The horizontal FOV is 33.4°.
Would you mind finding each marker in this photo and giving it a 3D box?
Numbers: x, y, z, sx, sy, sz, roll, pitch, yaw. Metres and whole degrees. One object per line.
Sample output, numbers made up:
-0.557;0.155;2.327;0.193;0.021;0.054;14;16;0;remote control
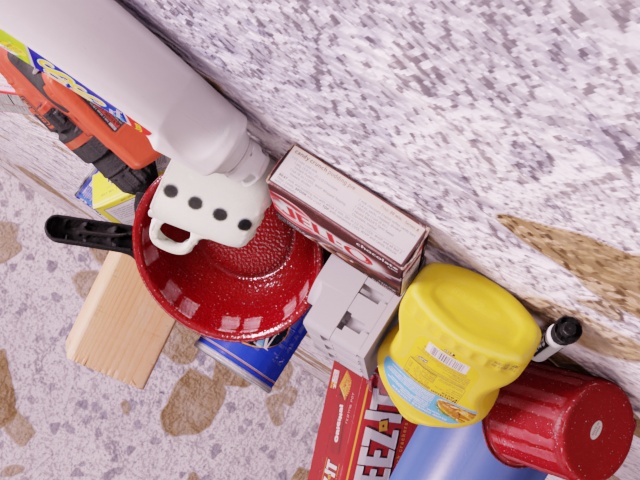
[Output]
0.163;0.070;0.749;0.020;0.020;0.121;32;170;8;marker

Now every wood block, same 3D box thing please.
-0.193;0.046;1.170;0.090;0.206;0.090;26;179;-16;wood block

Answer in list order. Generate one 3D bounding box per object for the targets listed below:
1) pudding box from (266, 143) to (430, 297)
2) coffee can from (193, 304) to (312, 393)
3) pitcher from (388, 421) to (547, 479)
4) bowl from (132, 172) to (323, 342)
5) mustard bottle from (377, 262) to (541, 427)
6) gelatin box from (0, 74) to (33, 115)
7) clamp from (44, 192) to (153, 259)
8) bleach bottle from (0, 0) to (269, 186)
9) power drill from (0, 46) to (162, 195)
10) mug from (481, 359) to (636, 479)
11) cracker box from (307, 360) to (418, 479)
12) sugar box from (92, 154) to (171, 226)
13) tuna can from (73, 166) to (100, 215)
0.019;-0.012;0.741;0.113;0.039;0.090;31;170;10;pudding box
-0.064;0.088;1.217;0.103;0.140;0.103;32;171;6;coffee can
0.133;0.233;0.993;0.149;0.243;0.145;34;171;-5;pitcher
-0.070;0.001;0.879;0.162;0.162;0.055;33;-155;0;bowl
0.092;0.094;0.803;0.096;0.058;0.192;31;150;8;mustard bottle
-0.264;-0.137;0.978;0.089;0.030;0.073;7;172;-4;gelatin box
-0.162;0.000;0.968;0.120;0.039;0.171;-2;160;26;clamp
-0.129;-0.111;0.668;0.250;0.068;0.103;35;171;-29;bleach bottle
-0.176;-0.099;0.839;0.184;0.057;0.188;46;165;-24;power drill
0.196;0.142;0.832;0.117;0.093;0.082;8;180;-31;mug
0.102;0.221;1.081;0.213;0.164;0.072;13;178;-27;cracker box
-0.129;-0.022;1.028;0.176;0.093;0.048;43;-149;-52;sugar box
-0.206;-0.069;1.054;0.033;0.086;0.086;36;170;-12;tuna can
